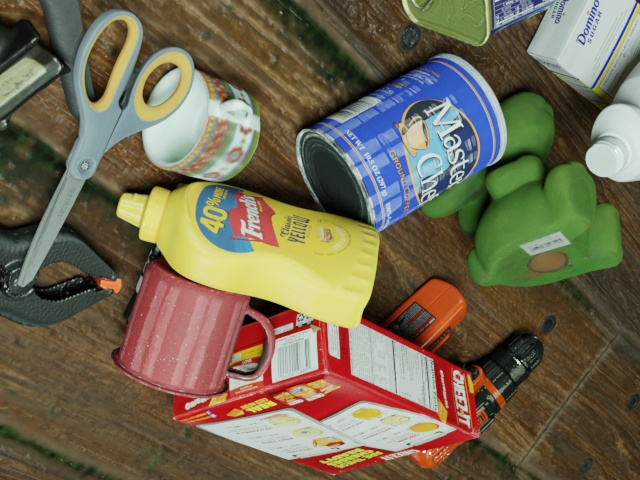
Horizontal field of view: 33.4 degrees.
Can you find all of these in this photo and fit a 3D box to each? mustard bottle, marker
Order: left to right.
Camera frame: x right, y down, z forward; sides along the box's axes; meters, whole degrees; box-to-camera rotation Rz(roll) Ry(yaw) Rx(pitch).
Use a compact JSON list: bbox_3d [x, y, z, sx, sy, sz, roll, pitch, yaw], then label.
[{"bbox_3d":[-0.125,0.013,0.832,0.020,0.020,0.121,14,104,-41],"label":"marker"},{"bbox_3d":[-0.055,0.001,0.784,0.191,0.096,0.058,16,127,-4],"label":"mustard bottle"}]

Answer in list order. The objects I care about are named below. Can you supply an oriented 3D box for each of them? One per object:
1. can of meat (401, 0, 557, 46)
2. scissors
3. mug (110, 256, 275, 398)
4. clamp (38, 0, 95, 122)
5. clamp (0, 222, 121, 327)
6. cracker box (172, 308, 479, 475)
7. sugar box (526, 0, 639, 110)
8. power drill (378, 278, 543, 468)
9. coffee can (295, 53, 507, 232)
[{"bbox_3d":[0.127,-0.204,0.849,0.083,0.102,0.057,-28,128,-25],"label":"can of meat"},{"bbox_3d":[-0.144,-0.059,0.733,0.096,0.016,0.202,1,115,-39],"label":"scissors"},{"bbox_3d":[-0.090,0.066,0.802,0.117,0.093,0.081,19,100,3],"label":"mug"},{"bbox_3d":[-0.167,-0.178,0.682,0.209,0.036,0.164,32,99,-40],"label":"clamp"},{"bbox_3d":[-0.220,0.014,0.749,0.171,0.039,0.120,-6,122,-38],"label":"clamp"},{"bbox_3d":[0.007,0.130,0.905,0.164,0.072,0.213,-22,146,34],"label":"cracker box"},{"bbox_3d":[0.276,-0.179,1.013,0.176,0.048,0.093,25,93,-40],"label":"sugar box"},{"bbox_3d":[0.135,0.123,1.064,0.184,0.057,0.187,-43,132,-10],"label":"power drill"},{"bbox_3d":[0.066,-0.077,0.870,0.140,0.103,0.103,-31,129,-20],"label":"coffee can"}]
